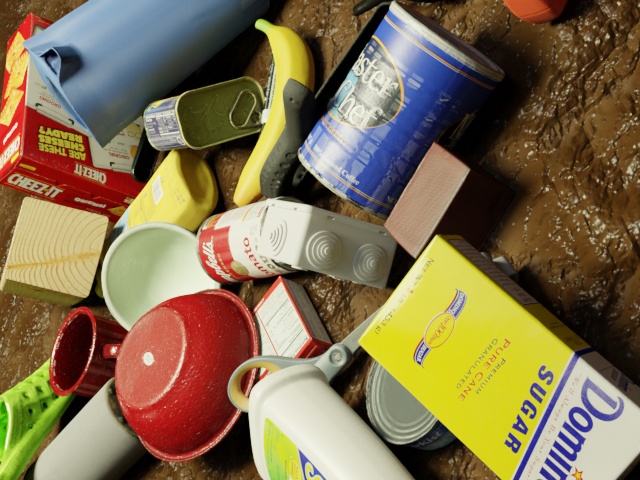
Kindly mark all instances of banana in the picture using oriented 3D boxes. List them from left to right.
[{"bbox_3d":[-0.040,-0.125,1.026,0.070,0.037,0.198,-7,68,39],"label":"banana"}]

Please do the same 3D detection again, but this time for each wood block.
[{"bbox_3d":[-0.302,0.018,1.194,0.206,0.090,0.090,162,122,-71],"label":"wood block"}]

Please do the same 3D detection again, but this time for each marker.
[{"bbox_3d":[-0.046,-0.144,1.063,0.020,0.020,0.121,-12,64,49],"label":"marker"}]

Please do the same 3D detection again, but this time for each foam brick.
[{"bbox_3d":[0.095,-0.023,0.794,0.078,0.052,0.051,-59,37,11],"label":"foam brick"}]

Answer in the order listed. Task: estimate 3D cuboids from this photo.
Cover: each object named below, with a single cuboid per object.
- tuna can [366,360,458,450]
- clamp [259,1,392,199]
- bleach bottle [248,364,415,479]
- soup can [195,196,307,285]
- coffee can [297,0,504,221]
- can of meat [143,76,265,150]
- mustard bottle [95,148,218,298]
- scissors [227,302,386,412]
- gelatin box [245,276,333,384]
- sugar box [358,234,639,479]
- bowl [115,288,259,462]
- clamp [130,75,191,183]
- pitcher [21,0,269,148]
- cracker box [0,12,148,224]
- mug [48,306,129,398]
[{"bbox_3d":[0.074,0.108,0.772,0.086,0.033,0.086,-27,53,42],"label":"tuna can"},{"bbox_3d":[-0.012,-0.096,0.913,0.164,0.036,0.210,-43,-12,-48],"label":"clamp"},{"bbox_3d":[0.037,0.186,0.739,0.251,0.068,0.102,34,134,52],"label":"bleach bottle"},{"bbox_3d":[-0.056,0.001,0.963,0.102,0.068,0.068,-12,63,49],"label":"soup can"},{"bbox_3d":[0.062,-0.099,0.832,0.140,0.102,0.103,-56,38,17],"label":"coffee can"},{"bbox_3d":[-0.118,-0.126,1.079,0.084,0.101,0.057,2,109,56],"label":"can of meat"},{"bbox_3d":[-0.185,-0.005,1.138,0.192,0.058,0.096,-47,40,27],"label":"mustard bottle"},{"bbox_3d":[-0.004,0.088,0.860,0.096,0.016,0.202,34,105,13],"label":"scissors"},{"bbox_3d":[-0.032,0.087,0.921,0.073,0.030,0.089,-52,39,19],"label":"gelatin box"},{"bbox_3d":[0.116,0.086,0.658,0.176,0.048,0.093,42,109,25],"label":"sugar box"},{"bbox_3d":[-0.131,0.110,0.941,0.162,0.055,0.162,-22,55,35],"label":"bowl"},{"bbox_3d":[-0.182,-0.145,1.218,0.120,0.039,0.171,-40,38,15],"label":"clamp"},{"bbox_3d":[-0.176,-0.215,1.120,0.242,0.145,0.149,-37,32,-7],"label":"pitcher"},{"bbox_3d":[-0.284,-0.140,1.244,0.072,0.164,0.213,-36,47,39],"label":"cracker box"},{"bbox_3d":[-0.214,0.121,1.094,0.117,0.081,0.093,-17,60,48],"label":"mug"}]
